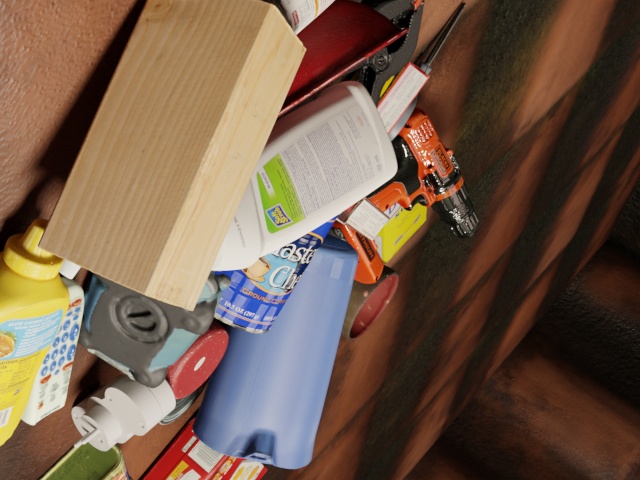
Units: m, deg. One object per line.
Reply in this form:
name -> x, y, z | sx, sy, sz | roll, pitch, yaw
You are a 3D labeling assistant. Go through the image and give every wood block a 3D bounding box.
wood block -> -0.099, -0.066, 0.739 | 0.206, 0.091, 0.090 | -67, 163, -4

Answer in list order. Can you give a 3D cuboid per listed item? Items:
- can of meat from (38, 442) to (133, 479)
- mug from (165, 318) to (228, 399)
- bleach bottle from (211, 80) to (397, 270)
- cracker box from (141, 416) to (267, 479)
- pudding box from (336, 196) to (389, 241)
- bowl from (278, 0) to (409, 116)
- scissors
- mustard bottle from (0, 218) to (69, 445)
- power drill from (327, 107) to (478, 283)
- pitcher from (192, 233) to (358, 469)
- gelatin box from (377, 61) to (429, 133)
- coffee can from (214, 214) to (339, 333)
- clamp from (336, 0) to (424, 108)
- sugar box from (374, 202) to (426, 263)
can of meat -> -0.239, 0.253, 1.077 | 0.102, 0.057, 0.084 | -45, 156, -28
mug -> -0.135, 0.092, 1.005 | 0.117, 0.081, 0.093 | -16, 138, -61
bleach bottle -> -0.039, -0.049, 0.874 | 0.068, 0.102, 0.250 | -19, -171, 44
cracker box -> -0.159, 0.318, 1.356 | 0.164, 0.072, 0.213 | -50, 162, -12
pudding box -> 0.018, -0.046, 1.122 | 0.039, 0.090, 0.113 | -55, 161, 4
bowl -> -0.009, -0.149, 0.871 | 0.162, 0.055, 0.162 | -33, -174, 4
scissors -> 0.112, -0.180, 1.183 | 0.202, 0.016, 0.096 | -56, -170, 7
mustard bottle -> -0.231, 0.068, 0.770 | 0.096, 0.058, 0.192 | -10, 133, -59
power drill -> 0.095, -0.036, 1.258 | 0.187, 0.057, 0.184 | -43, 117, -24
pitcher -> -0.044, 0.107, 1.143 | 0.144, 0.149, 0.243 | 5, 104, -53
gelatin box -> 0.071, -0.144, 1.127 | 0.089, 0.030, 0.073 | -55, -169, 1
coffee can -> -0.057, 0.001, 1.005 | 0.140, 0.103, 0.102 | -59, 161, 13
clamp -> 0.049, -0.165, 1.026 | 0.171, 0.039, 0.120 | -48, 139, -14
sugar box -> 0.097, -0.050, 1.376 | 0.093, 0.048, 0.176 | -47, 161, -19
